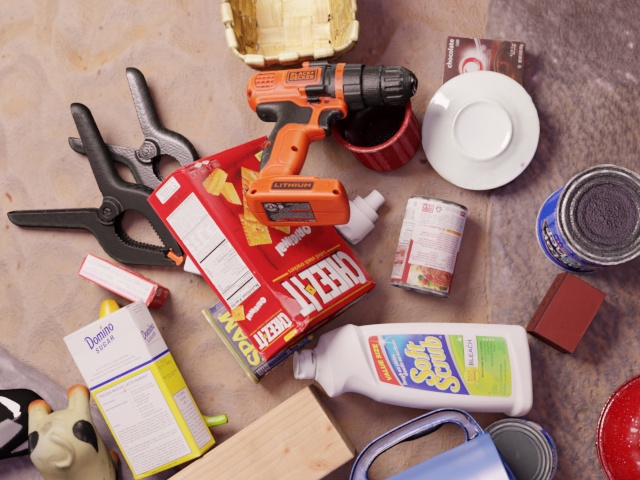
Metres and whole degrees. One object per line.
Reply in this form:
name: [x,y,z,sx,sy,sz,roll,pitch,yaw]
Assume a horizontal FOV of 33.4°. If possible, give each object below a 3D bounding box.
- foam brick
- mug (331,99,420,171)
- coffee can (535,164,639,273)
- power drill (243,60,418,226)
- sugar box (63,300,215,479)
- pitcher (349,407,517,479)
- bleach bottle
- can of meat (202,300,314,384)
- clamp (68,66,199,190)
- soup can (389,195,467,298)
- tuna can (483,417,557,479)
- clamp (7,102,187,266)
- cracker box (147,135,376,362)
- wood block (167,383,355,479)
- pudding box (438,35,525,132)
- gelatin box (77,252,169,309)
foam brick: [0.269,0.079,1.174,0.051,0.053,0.078,31,86,5]
mug: [0.061,-0.136,1.185,0.093,0.081,0.117,-24,67,10]
coffee can: [0.291,-0.020,1.138,0.103,0.140,0.103,0,85,3]
power drill: [0.004,-0.104,1.097,0.185,0.057,0.187,-2,55,16]
sugar box: [-0.195,0.161,1.149,0.093,0.048,0.176,-25,90,23]
pitcher: [0.087,0.288,1.086,0.243,0.149,0.145,-22,122,4]
bleach bottle: [0.097,0.139,1.141,0.250,0.068,0.102,0,78,-11]
can of meat: [-0.068,0.095,1.190,0.084,0.057,0.102,-36,84,-3]
clamp: [-0.193,-0.113,1.220,0.171,0.039,0.120,34,105,2]
soup can: [0.120,0.007,1.182,0.068,0.068,0.102,13,85,4]
tuna can: [0.213,0.236,1.159,0.086,0.033,0.086,-3,83,25]
clamp: [-0.236,-0.046,1.207,0.210,0.036,0.165,28,106,3]
cracker box: [-0.057,0.001,1.141,0.072,0.163,0.214,-42,82,35]
wood block: [-0.072,0.250,1.158,0.206,0.091,0.090,-34,84,0]
pudding box: [0.182,-0.171,1.209,0.090,0.039,0.113,5,86,3]
gelatin box: [-0.219,0.046,1.193,0.089,0.073,0.030,24,86,5]
